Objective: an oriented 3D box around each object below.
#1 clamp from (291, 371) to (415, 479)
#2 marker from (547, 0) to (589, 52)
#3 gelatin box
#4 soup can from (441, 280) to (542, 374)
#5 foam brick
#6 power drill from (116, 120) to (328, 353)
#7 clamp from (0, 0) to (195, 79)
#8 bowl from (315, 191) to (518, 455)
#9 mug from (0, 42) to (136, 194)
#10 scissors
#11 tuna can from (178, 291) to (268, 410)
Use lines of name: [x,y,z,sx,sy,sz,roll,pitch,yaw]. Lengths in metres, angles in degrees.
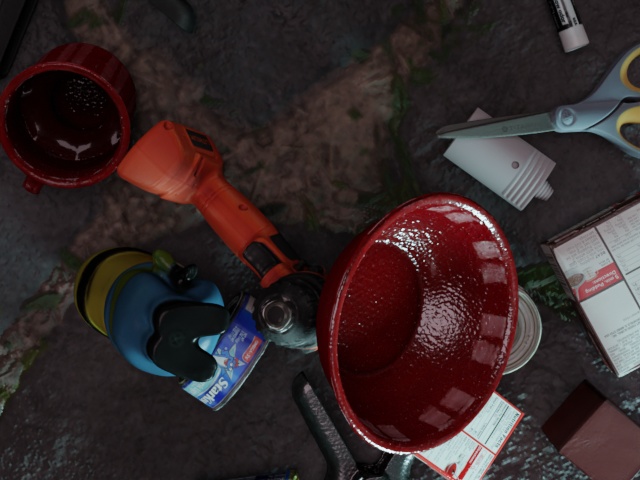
clamp: [0.027,0.176,0.806,0.120,0.039,0.171,11,92,-1]
marker: [0.169,-0.198,0.786,0.020,0.020,0.121,-20,92,5]
gelatin box: [0.096,0.132,0.782,0.089,0.030,0.073,38,81,-26]
soup can: [0.118,0.055,0.762,0.068,0.102,0.068,0,93,4]
foam brick: [0.202,0.142,0.774,0.053,0.078,0.051,41,94,1]
power drill: [-0.055,0.001,0.742,0.057,0.184,0.188,-44,80,6]
clamp: [-0.203,-0.230,0.803,0.164,0.036,0.210,-20,95,5]
bowl: [0.051,0.047,0.663,0.161,0.055,0.162,-8,103,-39]
mug: [-0.185,-0.086,0.780,0.093,0.081,0.117,26,112,-12]
scissors: [0.184,-0.106,0.771,0.201,0.016,0.096,8,86,-10]
tuna can: [-0.068,0.080,0.784,0.033,0.086,0.086,35,95,-8]
